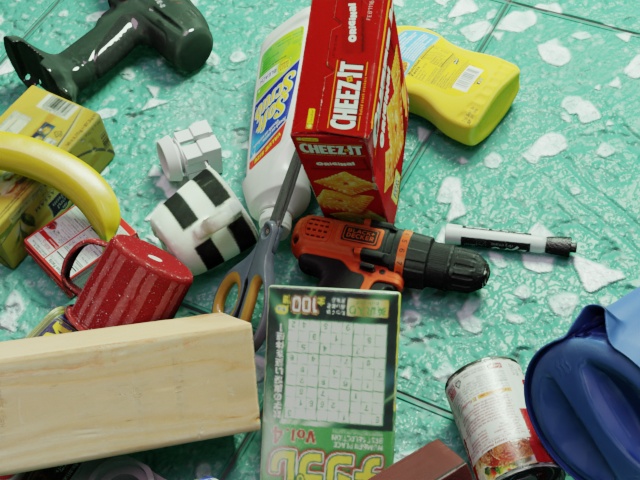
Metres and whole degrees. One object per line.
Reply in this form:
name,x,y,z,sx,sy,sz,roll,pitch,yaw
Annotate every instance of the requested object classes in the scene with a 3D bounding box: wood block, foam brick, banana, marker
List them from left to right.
banana,-0.262,-0.060,1.005,0.198,0.037,0.069,32,60,1
wood block,-0.162,0.118,0.849,0.205,0.091,0.090,-6,94,-21
foam brick,0.078,0.201,0.822,0.078,0.053,0.051,-27,19,-14
marker,0.176,0.000,0.991,0.121,0.020,0.020,7,55,12

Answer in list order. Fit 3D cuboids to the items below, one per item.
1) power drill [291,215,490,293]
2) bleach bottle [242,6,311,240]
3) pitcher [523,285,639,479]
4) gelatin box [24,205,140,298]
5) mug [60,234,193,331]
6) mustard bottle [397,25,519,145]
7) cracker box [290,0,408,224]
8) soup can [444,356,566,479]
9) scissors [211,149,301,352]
power drill,0.043,0.067,0.938,0.184,0.057,0.187,11,54,15
bleach bottle,-0.026,-0.112,1.059,0.103,0.068,0.250,-27,43,38
pitcher,0.281,0.095,0.821,0.242,0.149,0.145,-28,65,-35
gelatin box,-0.231,0.004,1.036,0.089,0.030,0.073,-38,59,-20
mug,-0.174,0.041,0.939,0.117,0.093,0.081,31,98,11
mustard bottle,0.102,-0.173,1.106,0.192,0.058,0.096,29,68,25
cracker box,0.033,-0.119,0.956,0.072,0.213,0.164,4,70,10
soup can,0.145,0.152,0.851,0.068,0.068,0.102,-14,52,-3
scissors,-0.056,0.001,0.958,0.096,0.016,0.202,-4,73,52
